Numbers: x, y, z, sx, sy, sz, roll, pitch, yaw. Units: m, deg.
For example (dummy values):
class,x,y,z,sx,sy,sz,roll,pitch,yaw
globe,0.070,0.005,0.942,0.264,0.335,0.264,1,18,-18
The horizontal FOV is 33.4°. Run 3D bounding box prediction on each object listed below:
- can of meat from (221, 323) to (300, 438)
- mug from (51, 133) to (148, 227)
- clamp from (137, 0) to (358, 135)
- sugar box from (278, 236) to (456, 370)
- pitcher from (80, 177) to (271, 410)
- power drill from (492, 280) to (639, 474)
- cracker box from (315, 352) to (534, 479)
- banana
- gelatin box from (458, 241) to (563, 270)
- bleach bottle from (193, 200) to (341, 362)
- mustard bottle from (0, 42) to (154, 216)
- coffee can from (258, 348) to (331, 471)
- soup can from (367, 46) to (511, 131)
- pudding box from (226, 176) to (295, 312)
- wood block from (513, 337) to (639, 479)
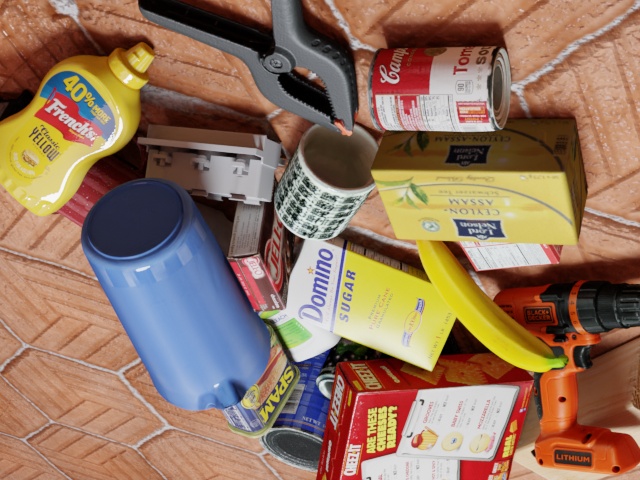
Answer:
class,x,y,z,sx,sy,sz,roll,pitch,yaw
can of meat,-0.076,0.151,1.180,0.058,0.102,0.084,11,143,32
mug,-0.215,-0.058,1.085,0.081,0.117,0.093,31,-172,13
clamp,-0.030,-0.166,0.892,0.209,0.036,0.165,38,142,-27
sugar box,0.052,0.061,1.116,0.176,0.048,0.093,20,105,-4
pitcher,-0.145,0.046,1.045,0.149,0.145,0.243,11,146,23
power drill,0.262,0.131,1.047,0.185,0.057,0.187,-6,96,48
cracker box,0.112,0.210,1.168,0.213,0.072,0.164,-1,115,-21
banana,0.164,0.067,1.050,0.198,0.037,0.070,42,143,23
gelatin box,0.175,-0.007,1.013,0.089,0.030,0.073,-6,139,34
bleach bottle,-0.088,0.035,1.178,0.250,0.068,0.103,38,143,-20
mustard bottle,-0.225,-0.115,0.997,0.192,0.058,0.096,-40,92,18
coffee can,-0.004,0.189,1.273,0.103,0.140,0.103,14,145,10
soup can,0.096,-0.122,0.861,0.102,0.068,0.068,3,142,23
pudding box,-0.057,0.001,1.067,0.039,0.113,0.090,-7,139,13
wood block,0.308,0.192,1.163,0.090,0.090,0.206,30,145,-14
